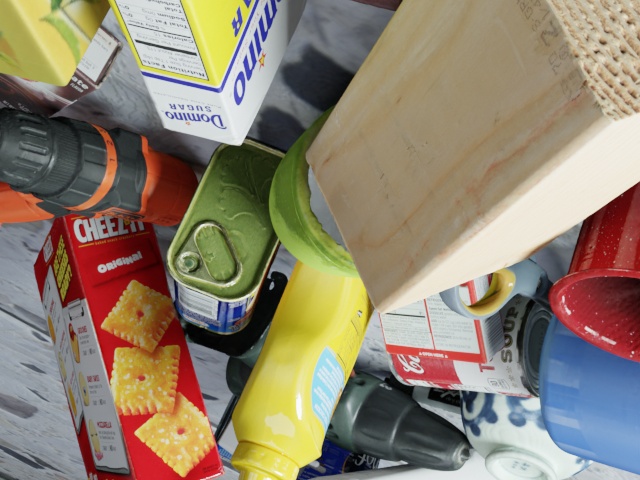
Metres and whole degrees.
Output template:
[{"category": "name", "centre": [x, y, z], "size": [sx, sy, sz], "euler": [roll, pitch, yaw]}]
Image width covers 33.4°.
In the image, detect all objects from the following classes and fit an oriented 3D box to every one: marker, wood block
[{"category": "marker", "centre": [0.110, 0.135, 0.899], "size": [0.121, 0.020, 0.020], "euler": [13, 154, 20]}, {"category": "wood block", "centre": [0.075, -0.052, 0.420], "size": [0.090, 0.090, 0.206], "euler": [65, 158, 11]}]

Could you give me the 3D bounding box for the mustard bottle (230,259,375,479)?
[{"category": "mustard bottle", "centre": [-0.009, 0.078, 0.671], "size": [0.058, 0.191, 0.096], "euler": [16, 155, 15]}]

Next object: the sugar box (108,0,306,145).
[{"category": "sugar box", "centre": [-0.047, -0.124, 0.410], "size": [0.048, 0.093, 0.176], "euler": [14, 155, 18]}]

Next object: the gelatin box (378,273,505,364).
[{"category": "gelatin box", "centre": [0.069, 0.027, 0.650], "size": [0.073, 0.030, 0.089], "euler": [1, 112, 38]}]

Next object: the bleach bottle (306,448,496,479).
[{"category": "bleach bottle", "centre": [0.090, 0.215, 0.908], "size": [0.250, 0.068, 0.103], "euler": [-3, 170, -42]}]

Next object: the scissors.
[{"category": "scissors", "centre": [0.121, 0.004, 0.604], "size": [0.016, 0.096, 0.201], "euler": [17, -172, 33]}]

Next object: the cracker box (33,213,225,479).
[{"category": "cracker box", "centre": [-0.151, 0.091, 0.812], "size": [0.072, 0.214, 0.164], "euler": [-12, 168, -25]}]

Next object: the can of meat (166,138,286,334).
[{"category": "can of meat", "centre": [-0.054, 0.001, 0.664], "size": [0.057, 0.102, 0.084], "euler": [21, 158, 2]}]

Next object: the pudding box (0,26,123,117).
[{"category": "pudding box", "centre": [-0.180, -0.119, 0.596], "size": [0.113, 0.039, 0.090], "euler": [36, 153, -27]}]

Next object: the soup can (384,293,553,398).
[{"category": "soup can", "centre": [0.103, 0.066, 0.703], "size": [0.102, 0.068, 0.068], "euler": [1, 148, 39]}]

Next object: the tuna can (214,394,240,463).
[{"category": "tuna can", "centre": [-0.080, 0.182, 1.077], "size": [0.033, 0.086, 0.086], "euler": [26, 156, -5]}]

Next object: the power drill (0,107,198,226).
[{"category": "power drill", "centre": [-0.195, -0.035, 0.665], "size": [0.188, 0.057, 0.184], "euler": [-4, 169, 27]}]
